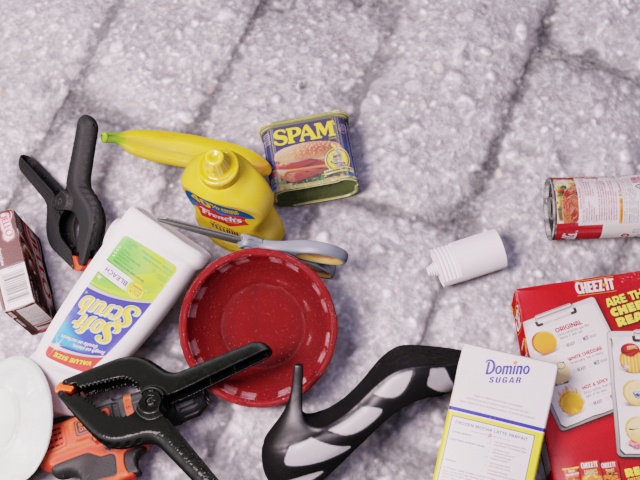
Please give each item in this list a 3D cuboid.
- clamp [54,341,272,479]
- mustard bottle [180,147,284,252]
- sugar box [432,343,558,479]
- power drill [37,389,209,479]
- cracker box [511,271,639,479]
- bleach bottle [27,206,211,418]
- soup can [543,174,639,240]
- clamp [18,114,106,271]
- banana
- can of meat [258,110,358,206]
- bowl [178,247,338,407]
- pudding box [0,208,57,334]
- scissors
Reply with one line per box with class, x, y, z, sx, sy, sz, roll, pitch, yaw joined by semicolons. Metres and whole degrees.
clamp;-0.158;0.172;1.037;0.210;0.036;0.164;1;60;8
mustard bottle;-0.093;-0.045;1.096;0.096;0.191;0.058;23;72;13
sugar box;0.160;0.193;0.999;0.093;0.048;0.176;13;76;15
power drill;-0.180;0.238;1.050;0.184;0.057;0.188;-21;54;-2
cracker box;0.290;0.146;1.055;0.164;0.072;0.214;-8;67;1
bleach bottle;-0.223;0.093;1.102;0.102;0.068;0.251;34;92;3
soup can;0.292;-0.035;1.128;0.102;0.068;0.068;-2;68;3
clamp;-0.285;-0.044;1.186;0.120;0.039;0.171;-18;73;38
banana;-0.142;-0.095;1.188;0.198;0.069;0.037;10;109;12
can of meat;-0.012;-0.089;1.181;0.102;0.057;0.084;-10;71;1
bowl;-0.062;0.089;1.101;0.162;0.055;0.162;0;87;3
pudding box;-0.318;0.034;1.139;0.039;0.090;0.113;-17;69;-1
scissors;-0.057;0.001;1.089;0.201;0.096;0.016;21;68;-32
